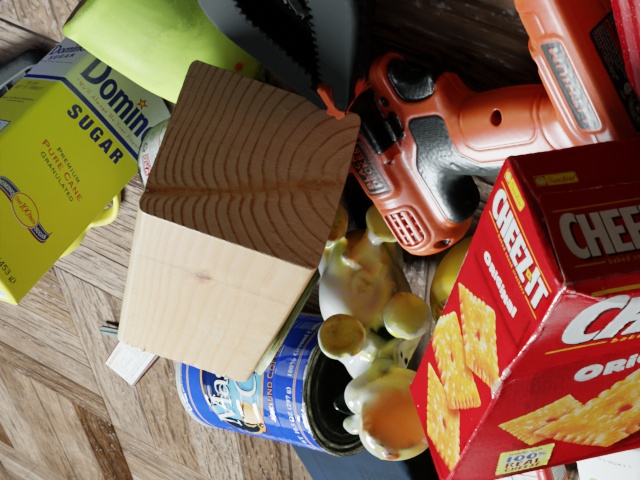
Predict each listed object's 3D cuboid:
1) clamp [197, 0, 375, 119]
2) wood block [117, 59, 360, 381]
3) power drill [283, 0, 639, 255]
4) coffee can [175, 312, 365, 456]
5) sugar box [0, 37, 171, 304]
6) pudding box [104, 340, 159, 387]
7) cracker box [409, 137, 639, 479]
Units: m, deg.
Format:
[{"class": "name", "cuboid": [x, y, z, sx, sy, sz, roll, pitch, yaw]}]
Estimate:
[{"class": "clamp", "cuboid": [-0.028, -0.141, 0.455, 0.165, 0.036, 0.210, -5, 132, 46]}, {"class": "wood block", "cuboid": [-0.054, 0.001, 0.599, 0.090, 0.090, 0.206, 19, 155, -6]}, {"class": "power drill", "cuboid": [0.065, -0.083, 0.525, 0.188, 0.057, 0.184, -11, 118, 52]}, {"class": "coffee can", "cuboid": [-0.028, 0.104, 0.826, 0.141, 0.102, 0.102, 3, 136, 42]}, {"class": "sugar box", "cuboid": [-0.172, -0.054, 0.686, 0.048, 0.176, 0.093, 12, 142, 38]}, {"class": "pudding box", "cuboid": [-0.129, 0.065, 0.886, 0.039, 0.090, 0.114, 38, 149, -1]}, {"class": "cracker box", "cuboid": [0.146, 0.038, 0.508, 0.214, 0.164, 0.072, 102, 154, -57]}]
